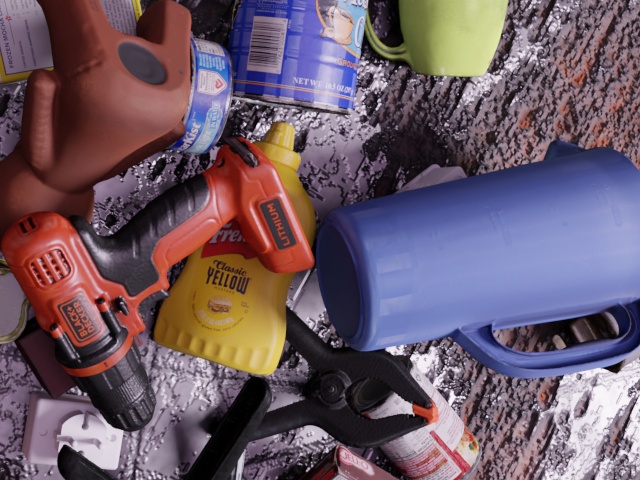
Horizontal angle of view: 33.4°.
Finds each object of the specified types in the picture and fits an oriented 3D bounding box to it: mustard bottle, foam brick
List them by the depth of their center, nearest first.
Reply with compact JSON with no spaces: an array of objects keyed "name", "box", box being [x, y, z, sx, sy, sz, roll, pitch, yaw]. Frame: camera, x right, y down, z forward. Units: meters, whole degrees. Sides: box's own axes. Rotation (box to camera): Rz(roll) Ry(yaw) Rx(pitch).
[{"name":"foam brick","box":[-0.179,0.072,0.784,0.078,0.053,0.051,-32,103,-19]},{"name":"mustard bottle","box":[-0.055,0.001,0.821,0.096,0.058,0.191,15,84,13]}]

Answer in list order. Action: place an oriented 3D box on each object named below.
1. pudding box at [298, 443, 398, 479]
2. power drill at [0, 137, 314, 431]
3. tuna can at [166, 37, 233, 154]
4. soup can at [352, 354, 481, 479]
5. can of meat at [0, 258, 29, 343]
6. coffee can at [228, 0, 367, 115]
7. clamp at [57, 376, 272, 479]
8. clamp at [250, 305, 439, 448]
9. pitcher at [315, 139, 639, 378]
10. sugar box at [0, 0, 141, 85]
[{"name":"pudding box","box":[0.028,0.226,0.860,0.113,0.039,0.090,36,114,-18]},{"name":"power drill","box":[-0.100,0.028,0.732,0.187,0.057,0.184,-31,127,-14]},{"name":"tuna can","box":[-0.096,-0.108,0.794,0.033,0.086,0.086,8,89,-27]},{"name":"soup can","box":[0.077,0.153,0.883,0.068,0.069,0.102,-43,106,-16]},{"name":"can of meat","box":[-0.254,0.038,0.735,0.102,0.084,0.057,8,89,-22]},{"name":"coffee can","box":[-0.016,-0.172,0.809,0.102,0.103,0.140,6,95,-22]},{"name":"clamp","box":[-0.118,0.205,0.777,0.164,0.036,0.210,-8,120,-35]},{"name":"clamp","box":[0.008,0.105,0.833,0.171,0.039,0.120,3,90,13]},{"name":"pitcher","box":[0.128,0.019,0.811,0.242,0.149,0.145,-11,114,-18]},{"name":"sugar box","box":[-0.219,-0.160,0.765,0.176,0.048,0.093,-13,99,-18]}]
